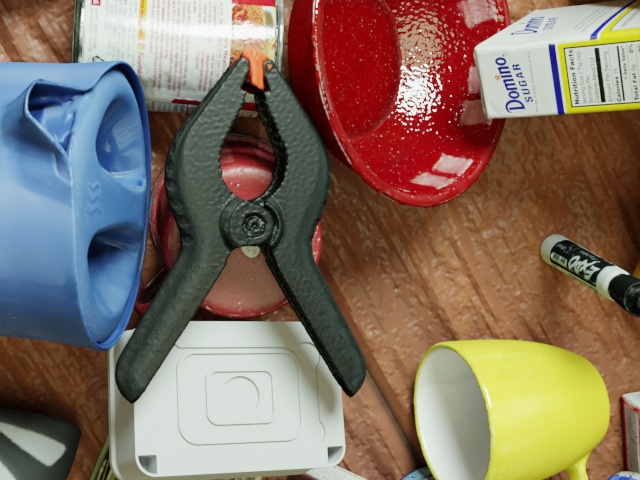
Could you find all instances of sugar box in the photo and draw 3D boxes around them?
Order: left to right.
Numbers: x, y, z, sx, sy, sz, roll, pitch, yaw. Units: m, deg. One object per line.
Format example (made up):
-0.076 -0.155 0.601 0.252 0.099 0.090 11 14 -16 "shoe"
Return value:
0.177 -0.097 0.534 0.177 0.093 0.048 -3 111 35 "sugar box"

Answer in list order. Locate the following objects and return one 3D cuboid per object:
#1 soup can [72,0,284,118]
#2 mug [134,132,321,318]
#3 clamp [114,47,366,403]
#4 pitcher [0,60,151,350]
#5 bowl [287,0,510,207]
-0.074 -0.100 0.552 0.102 0.068 0.068 3 101 -9 "soup can"
-0.054 0.001 0.569 0.117 0.081 0.093 -40 105 1 "mug"
-0.026 -0.001 0.508 0.120 0.039 0.171 10 93 -22 "clamp"
-0.206 -0.017 0.509 0.243 0.145 0.149 4 108 5 "pitcher"
0.034 -0.098 0.554 0.161 0.055 0.162 -3 94 -46 "bowl"
